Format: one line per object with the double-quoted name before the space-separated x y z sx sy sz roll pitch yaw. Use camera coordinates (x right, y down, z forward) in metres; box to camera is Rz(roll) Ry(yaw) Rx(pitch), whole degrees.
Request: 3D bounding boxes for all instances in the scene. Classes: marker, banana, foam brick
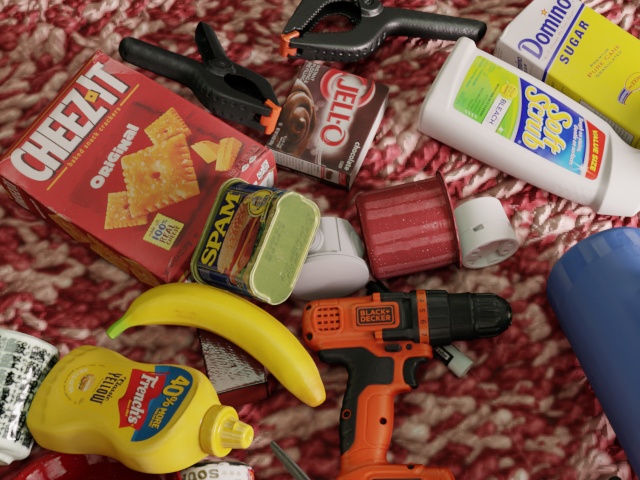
"marker" 0.088 0.078 0.971 0.121 0.020 0.020 42 73 18
"banana" -0.081 0.079 0.910 0.198 0.037 0.069 17 92 11
"foam brick" -0.078 0.103 0.946 0.051 0.053 0.078 -13 66 -4

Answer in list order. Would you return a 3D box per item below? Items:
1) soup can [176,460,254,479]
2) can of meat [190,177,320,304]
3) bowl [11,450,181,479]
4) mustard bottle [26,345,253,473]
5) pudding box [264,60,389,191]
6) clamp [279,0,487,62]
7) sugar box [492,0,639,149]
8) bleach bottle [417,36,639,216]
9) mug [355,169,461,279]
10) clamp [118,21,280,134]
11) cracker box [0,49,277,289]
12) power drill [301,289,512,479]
"soup can" -0.085 0.239 0.877 0.068 0.068 0.102 -5 65 -1
"can of meat" -0.056 0.001 0.933 0.084 0.057 0.102 13 79 48
"bowl" -0.186 0.235 0.867 0.162 0.055 0.162 -7 34 5
"mustard bottle" -0.142 0.144 0.883 0.192 0.058 0.096 8 44 26
"pudding box" 0.008 -0.114 1.047 0.090 0.039 0.113 18 67 11
"clamp" 0.056 -0.229 1.090 0.209 0.036 0.165 -33 69 -22
"sugar box" 0.269 -0.173 1.064 0.176 0.048 0.093 39 73 16
"bleach bottle" 0.225 -0.098 1.023 0.251 0.068 0.102 26 72 10
"mug" 0.077 -0.018 0.983 0.081 0.093 0.117 -12 35 1
"clamp" -0.100 -0.165 1.050 0.171 0.039 0.120 35 43 14
"cracker box" -0.174 -0.063 1.012 0.214 0.072 0.164 31 70 15
"power drill" 0.078 0.133 0.914 0.184 0.057 0.187 -4 70 7
